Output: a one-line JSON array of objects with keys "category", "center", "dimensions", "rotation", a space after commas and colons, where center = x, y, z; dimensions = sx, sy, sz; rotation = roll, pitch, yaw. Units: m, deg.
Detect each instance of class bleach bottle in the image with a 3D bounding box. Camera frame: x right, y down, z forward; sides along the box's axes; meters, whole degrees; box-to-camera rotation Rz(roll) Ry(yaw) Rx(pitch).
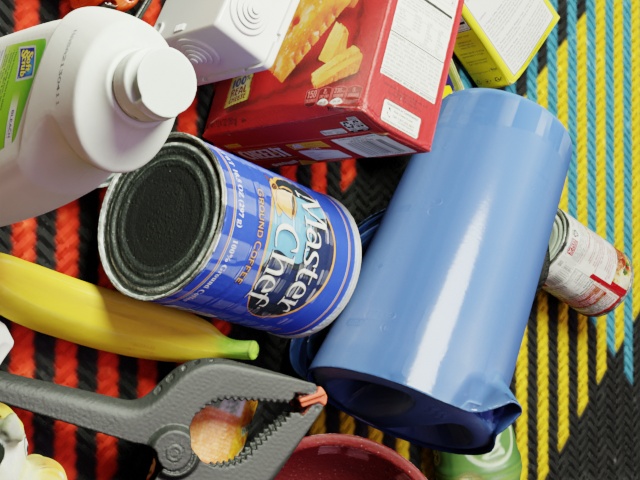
[{"category": "bleach bottle", "center": [-0.142, -0.053, 0.528], "dimensions": [0.067, 0.251, 0.102], "rotation": [11, 82, -39]}]

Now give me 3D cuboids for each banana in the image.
[{"category": "banana", "center": [-0.134, 0.042, 0.652], "dimensions": [0.197, 0.070, 0.037], "rotation": [19, 61, -34]}]

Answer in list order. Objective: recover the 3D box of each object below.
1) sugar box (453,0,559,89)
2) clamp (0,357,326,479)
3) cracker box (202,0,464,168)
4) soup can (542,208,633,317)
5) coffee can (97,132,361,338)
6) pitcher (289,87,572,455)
[{"category": "sugar box", "center": [0.122, -0.220, 0.885], "dimensions": [0.176, 0.048, 0.093], "rotation": [49, 61, -23]}, {"category": "clamp", "center": [-0.093, 0.139, 0.650], "dimensions": [0.209, 0.036, 0.164], "rotation": [-12, 89, -16]}, {"category": "cracker box", "center": [0.016, -0.162, 0.719], "dimensions": [0.072, 0.164, 0.213], "rotation": [24, 74, -39]}, {"category": "soup can", "center": [0.219, 0.018, 0.943], "dimensions": [0.102, 0.069, 0.068], "rotation": [29, 71, -35]}, {"category": "coffee can", "center": [-0.054, 0.001, 0.677], "dimensions": [0.140, 0.103, 0.103], "rotation": [21, 75, -51]}, {"category": "pitcher", "center": [0.085, 0.017, 0.756], "dimensions": [0.149, 0.145, 0.242], "rotation": [24, 68, -1]}]
